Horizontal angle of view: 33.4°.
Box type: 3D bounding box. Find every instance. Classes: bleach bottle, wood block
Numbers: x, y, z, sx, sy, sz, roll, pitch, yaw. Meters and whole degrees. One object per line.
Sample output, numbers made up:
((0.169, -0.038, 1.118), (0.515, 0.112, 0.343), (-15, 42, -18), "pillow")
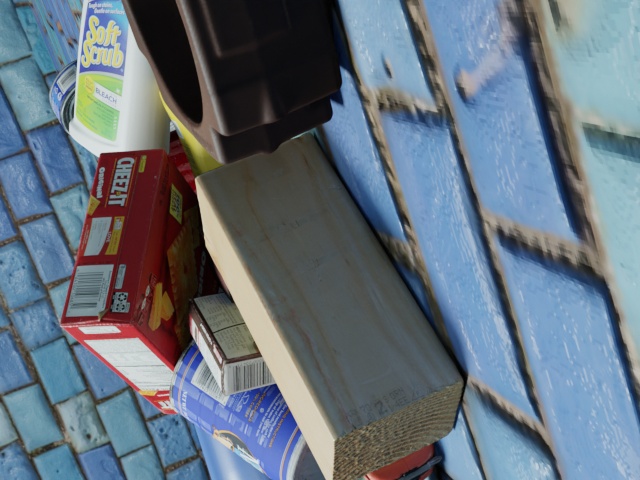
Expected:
((-0.174, -0.193, 0.943), (0.103, 0.067, 0.251), (33, 131, 33), "bleach bottle")
((0.001, 0.043, 0.703), (0.206, 0.090, 0.091), (60, 165, 29), "wood block")

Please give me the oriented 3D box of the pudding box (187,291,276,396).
((-0.042, 0.074, 0.872), (0.090, 0.113, 0.039), (-128, 35, -49), "pudding box")

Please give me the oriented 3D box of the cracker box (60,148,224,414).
((-0.139, 0.043, 0.954), (0.213, 0.072, 0.164), (60, -148, -57), "cracker box")

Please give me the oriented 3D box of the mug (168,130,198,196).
((-0.159, -0.083, 1.135), (0.093, 0.081, 0.117), (51, 160, 49), "mug")

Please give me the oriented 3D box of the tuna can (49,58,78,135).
((-0.222, -0.140, 1.060), (0.034, 0.086, 0.086), (55, 162, 37), "tuna can")

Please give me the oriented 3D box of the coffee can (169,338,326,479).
((-0.043, 0.139, 0.906), (0.140, 0.102, 0.103), (29, 148, 29), "coffee can")
